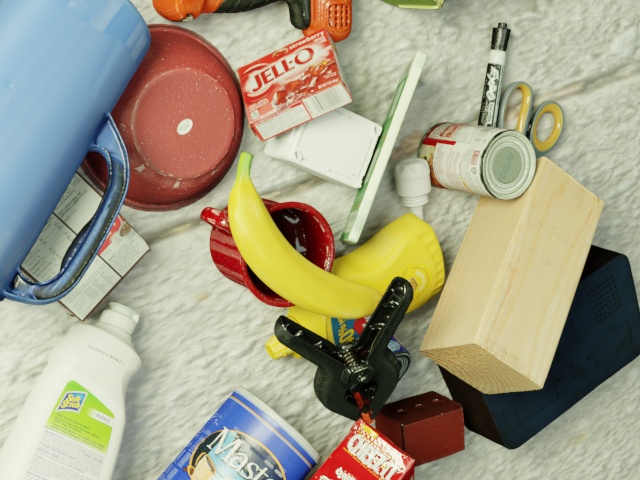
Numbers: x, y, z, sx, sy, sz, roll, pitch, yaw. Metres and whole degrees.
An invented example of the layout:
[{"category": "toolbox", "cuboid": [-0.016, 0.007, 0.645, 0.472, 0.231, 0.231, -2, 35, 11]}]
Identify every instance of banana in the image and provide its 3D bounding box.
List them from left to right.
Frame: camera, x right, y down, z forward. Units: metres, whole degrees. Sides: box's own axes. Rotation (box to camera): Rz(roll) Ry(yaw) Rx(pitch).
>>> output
[{"category": "banana", "cuboid": [-0.018, 0.016, 0.895, 0.069, 0.037, 0.197, -48, 119, -12]}]

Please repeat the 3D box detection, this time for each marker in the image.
[{"category": "marker", "cuboid": [0.175, -0.160, 1.084, 0.020, 0.020, 0.121, 4, 98, -31]}]

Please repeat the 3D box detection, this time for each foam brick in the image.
[{"category": "foam brick", "cuboid": [0.102, 0.193, 1.091, 0.078, 0.053, 0.051, -12, 105, -29]}]

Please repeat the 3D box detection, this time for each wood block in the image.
[{"category": "wood block", "cuboid": [0.188, 0.035, 1.035, 0.090, 0.091, 0.206, 33, 65, -19]}]

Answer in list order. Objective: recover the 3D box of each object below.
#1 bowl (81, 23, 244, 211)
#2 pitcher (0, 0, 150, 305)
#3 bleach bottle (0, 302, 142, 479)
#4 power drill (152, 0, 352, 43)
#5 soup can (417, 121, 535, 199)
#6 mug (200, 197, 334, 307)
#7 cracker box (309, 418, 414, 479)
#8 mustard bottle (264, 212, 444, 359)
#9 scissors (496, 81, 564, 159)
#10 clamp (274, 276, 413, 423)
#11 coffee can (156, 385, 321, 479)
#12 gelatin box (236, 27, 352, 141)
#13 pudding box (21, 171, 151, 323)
[{"category": "bowl", "cuboid": [-0.125, -0.100, 0.897, 0.161, 0.055, 0.162, -7, 104, -29]}, {"category": "pitcher", "cuboid": [-0.221, -0.080, 0.791, 0.242, 0.145, 0.149, -60, 143, -16]}, {"category": "bleach bottle", "cuboid": [-0.205, 0.172, 0.877, 0.102, 0.068, 0.250, 33, 67, -28]}, {"category": "power drill", "cuboid": [-0.051, -0.258, 0.908, 0.187, 0.057, 0.184, -9, 104, -29]}, {"category": "soup can", "cuboid": [0.151, -0.078, 1.037, 0.068, 0.102, 0.068, -6, 102, -30]}, {"category": "mug", "cuboid": [-0.056, 0.001, 0.942, 0.117, 0.082, 0.093, 27, 86, -32]}, {"category": "cracker box", "cuboid": [-0.004, 0.280, 0.988, 0.213, 0.072, 0.164, -48, 162, -15]}, {"category": "mustard bottle", "cuboid": [0.029, 0.057, 1.015, 0.191, 0.058, 0.096, -31, 135, -21]}, {"category": "scissors", "cuboid": [0.214, -0.066, 1.128, 0.096, 0.016, 0.202, -4, 102, -30]}, {"category": "clamp", "cuboid": [0.019, 0.105, 0.929, 0.120, 0.039, 0.171, -8, 132, -8]}, {"category": "coffee can", "cuboid": [-0.082, 0.216, 0.957, 0.140, 0.103, 0.102, -48, 119, -14]}, {"category": "gelatin box", "cuboid": [-0.024, -0.134, 0.917, 0.089, 0.073, 0.030, -23, 140, 11]}, {"category": "pudding box", "cuboid": [-0.208, -0.001, 0.877, 0.090, 0.039, 0.113, -48, 117, -11]}]
